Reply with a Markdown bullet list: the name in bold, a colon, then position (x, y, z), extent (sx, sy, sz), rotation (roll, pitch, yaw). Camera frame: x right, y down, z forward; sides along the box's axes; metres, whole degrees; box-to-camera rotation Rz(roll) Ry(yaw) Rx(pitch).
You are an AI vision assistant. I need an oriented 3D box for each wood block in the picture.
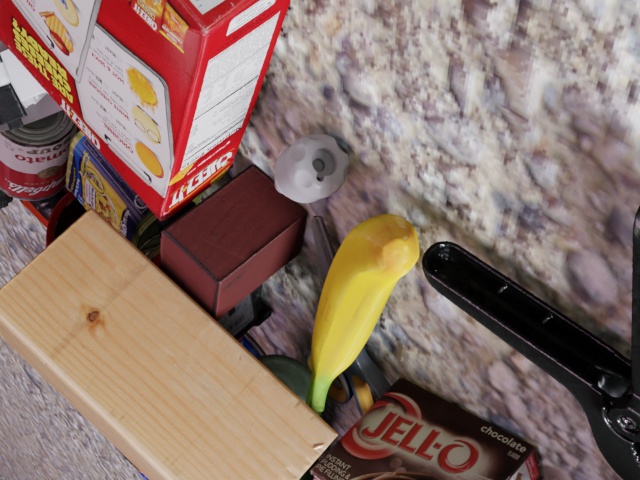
- **wood block**: position (-0.099, 0.090, 0.669), extent (0.206, 0.090, 0.090), rotation (42, 160, 7)

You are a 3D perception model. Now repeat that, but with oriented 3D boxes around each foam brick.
- **foam brick**: position (-0.054, 0.001, 0.668), extent (0.051, 0.078, 0.053), rotation (42, 151, 17)

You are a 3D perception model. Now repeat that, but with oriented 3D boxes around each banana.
- **banana**: position (0.025, 0.030, 0.600), extent (0.037, 0.069, 0.198), rotation (5, 148, -9)

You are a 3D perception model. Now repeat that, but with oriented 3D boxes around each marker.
- **marker**: position (-0.215, -0.127, 0.670), extent (0.020, 0.020, 0.121), rotation (0, 114, 58)

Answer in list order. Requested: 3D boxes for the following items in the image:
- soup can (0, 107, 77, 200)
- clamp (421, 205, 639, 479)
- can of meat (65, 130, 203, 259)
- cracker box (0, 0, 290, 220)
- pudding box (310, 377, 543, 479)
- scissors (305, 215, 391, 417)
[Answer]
- **soup can**: position (-0.227, -0.082, 0.841), extent (0.068, 0.068, 0.102), rotation (47, 154, 5)
- **clamp**: position (0.150, 0.066, 0.475), extent (0.210, 0.036, 0.165), rotation (50, 155, -4)
- **can of meat**: position (-0.138, -0.038, 0.773), extent (0.084, 0.057, 0.102), rotation (50, 154, 6)
- **cracker box**: position (-0.104, -0.128, 0.583), extent (0.164, 0.072, 0.214), rotation (48, 155, 8)
- **pudding box**: position (0.064, 0.143, 0.654), extent (0.114, 0.090, 0.039), rotation (25, 147, 40)
- **scissors**: position (0.005, 0.057, 0.717), extent (0.096, 0.016, 0.201), rotation (16, 138, 49)
